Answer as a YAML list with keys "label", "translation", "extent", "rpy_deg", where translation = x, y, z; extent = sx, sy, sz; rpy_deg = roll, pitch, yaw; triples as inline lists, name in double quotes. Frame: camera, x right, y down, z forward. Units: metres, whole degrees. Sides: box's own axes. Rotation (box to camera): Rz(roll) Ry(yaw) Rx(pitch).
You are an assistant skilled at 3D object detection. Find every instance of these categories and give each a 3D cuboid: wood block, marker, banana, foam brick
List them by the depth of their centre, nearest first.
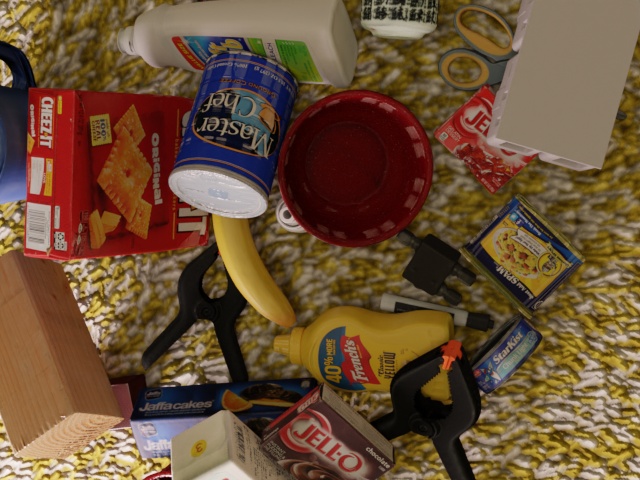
- label: "marker"
  translation: [0.124, 0.077, 1.133]
  extent: [0.121, 0.020, 0.020]
  rpy_deg: [12, 98, 12]
- label: "banana"
  translation: [-0.076, 0.001, 1.143]
  extent: [0.069, 0.037, 0.198]
  rpy_deg: [-11, 87, -8]
- label: "wood block"
  translation: [-0.307, 0.125, 1.166]
  extent: [0.091, 0.090, 0.206]
  rpy_deg: [-35, 65, 15]
- label: "foam brick"
  translation: [-0.239, 0.186, 1.212]
  extent: [0.078, 0.051, 0.053]
  rpy_deg: [-9, 93, 13]

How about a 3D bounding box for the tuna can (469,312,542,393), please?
- label: "tuna can"
  translation: [0.186, 0.116, 1.088]
  extent: [0.034, 0.086, 0.086]
  rpy_deg: [44, 103, 4]

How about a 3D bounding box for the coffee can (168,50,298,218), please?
- label: "coffee can"
  translation: [-0.087, -0.108, 1.093]
  extent: [0.103, 0.103, 0.140]
  rpy_deg: [9, 67, 12]

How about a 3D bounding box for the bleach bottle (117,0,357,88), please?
- label: "bleach bottle"
  translation: [-0.094, -0.208, 1.125]
  extent: [0.251, 0.102, 0.068]
  rpy_deg: [2, 59, 19]

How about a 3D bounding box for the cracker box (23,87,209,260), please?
- label: "cracker box"
  translation: [-0.199, -0.069, 1.089]
  extent: [0.072, 0.213, 0.164]
  rpy_deg: [8, 98, 33]

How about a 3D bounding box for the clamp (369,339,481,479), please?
- label: "clamp"
  translation: [0.101, 0.184, 1.104]
  extent: [0.165, 0.036, 0.210]
  rpy_deg: [15, 127, 14]

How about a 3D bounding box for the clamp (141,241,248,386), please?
- label: "clamp"
  translation: [-0.116, 0.085, 1.181]
  extent: [0.120, 0.039, 0.171]
  rpy_deg: [21, 99, -7]

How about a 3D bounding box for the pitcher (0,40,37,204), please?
- label: "pitcher"
  translation: [-0.326, -0.110, 1.104]
  extent: [0.149, 0.242, 0.145]
  rpy_deg: [-40, 86, 13]

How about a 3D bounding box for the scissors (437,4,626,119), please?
- label: "scissors"
  translation: [0.205, -0.159, 1.093]
  extent: [0.202, 0.016, 0.096]
  rpy_deg: [43, 105, 6]

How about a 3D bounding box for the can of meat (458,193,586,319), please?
- label: "can of meat"
  translation: [0.207, 0.014, 1.089]
  extent: [0.102, 0.057, 0.084]
  rpy_deg: [45, 102, 6]

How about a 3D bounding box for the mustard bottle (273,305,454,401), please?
- label: "mustard bottle"
  translation: [0.044, 0.117, 1.133]
  extent: [0.192, 0.058, 0.096]
  rpy_deg: [3, 119, 14]

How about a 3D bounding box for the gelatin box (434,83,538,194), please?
- label: "gelatin box"
  translation: [0.173, -0.104, 1.090]
  extent: [0.089, 0.030, 0.073]
  rpy_deg: [46, 108, -3]

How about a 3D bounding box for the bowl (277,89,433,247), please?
- label: "bowl"
  translation: [0.032, -0.077, 1.105]
  extent: [0.162, 0.055, 0.162]
  rpy_deg: [-2, 101, -9]

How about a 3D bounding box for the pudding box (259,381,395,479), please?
- label: "pudding box"
  translation: [0.008, 0.212, 1.099]
  extent: [0.113, 0.039, 0.090]
  rpy_deg: [42, 114, -17]
